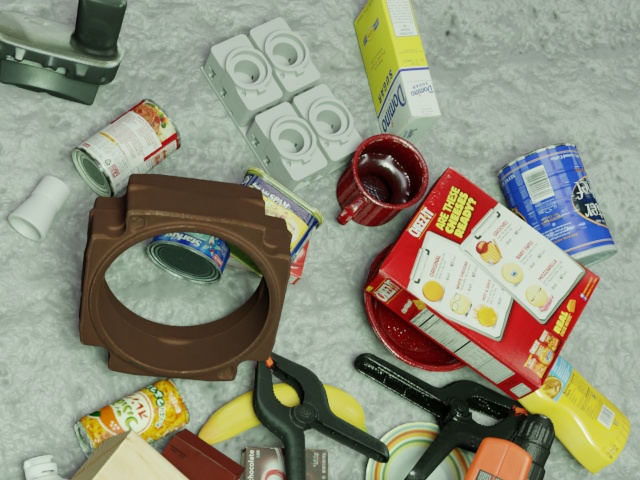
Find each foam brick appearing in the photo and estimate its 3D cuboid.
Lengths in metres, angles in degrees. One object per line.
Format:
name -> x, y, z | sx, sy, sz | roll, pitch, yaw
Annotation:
foam brick -> -0.124, 0.234, 1.075 | 0.078, 0.051, 0.053 | 33, 90, 7

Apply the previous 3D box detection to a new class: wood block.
wood block -> -0.142, 0.283, 1.003 | 0.206, 0.091, 0.090 | 45, 57, -10

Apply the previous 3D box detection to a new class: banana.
banana -> -0.033, 0.186, 1.146 | 0.197, 0.037, 0.069 | 4, 68, -17

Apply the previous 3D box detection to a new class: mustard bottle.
mustard bottle -> 0.268, 0.173, 1.232 | 0.191, 0.058, 0.096 | 44, 38, 1

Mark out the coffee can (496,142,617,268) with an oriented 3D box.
coffee can -> 0.286, -0.034, 1.293 | 0.102, 0.103, 0.140 | -13, 75, -22

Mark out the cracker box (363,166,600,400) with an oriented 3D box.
cracker box -> 0.179, 0.048, 1.181 | 0.213, 0.072, 0.164 | 36, 62, 0

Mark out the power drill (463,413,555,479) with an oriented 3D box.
power drill -> 0.193, 0.255, 1.106 | 0.057, 0.187, 0.184 | 19, 78, 22

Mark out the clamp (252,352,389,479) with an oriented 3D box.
clamp -> -0.023, 0.193, 1.098 | 0.120, 0.039, 0.171 | -32, 70, -35

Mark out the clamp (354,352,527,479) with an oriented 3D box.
clamp -> 0.145, 0.202, 1.172 | 0.209, 0.036, 0.164 | 11, 42, -27

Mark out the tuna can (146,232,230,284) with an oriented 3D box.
tuna can -> -0.141, 0.012, 1.147 | 0.086, 0.086, 0.033 | 24, 64, -9

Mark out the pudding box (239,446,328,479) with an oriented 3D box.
pudding box -> -0.039, 0.273, 1.111 | 0.090, 0.039, 0.113 | 5, 69, -15

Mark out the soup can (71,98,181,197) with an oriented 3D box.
soup can -> -0.213, -0.101, 1.174 | 0.102, 0.069, 0.068 | -40, 87, -25

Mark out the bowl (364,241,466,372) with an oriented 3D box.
bowl -> 0.118, 0.077, 1.224 | 0.162, 0.055, 0.162 | 6, 69, -16

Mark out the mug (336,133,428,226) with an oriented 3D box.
mug -> 0.061, -0.058, 1.240 | 0.093, 0.082, 0.117 | 43, 64, 0

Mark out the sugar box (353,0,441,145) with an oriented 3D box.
sugar box -> 0.091, -0.210, 1.299 | 0.048, 0.093, 0.176 | -5, 72, -19

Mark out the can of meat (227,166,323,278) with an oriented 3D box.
can of meat -> -0.062, -0.015, 1.165 | 0.102, 0.057, 0.084 | 35, 68, -3
